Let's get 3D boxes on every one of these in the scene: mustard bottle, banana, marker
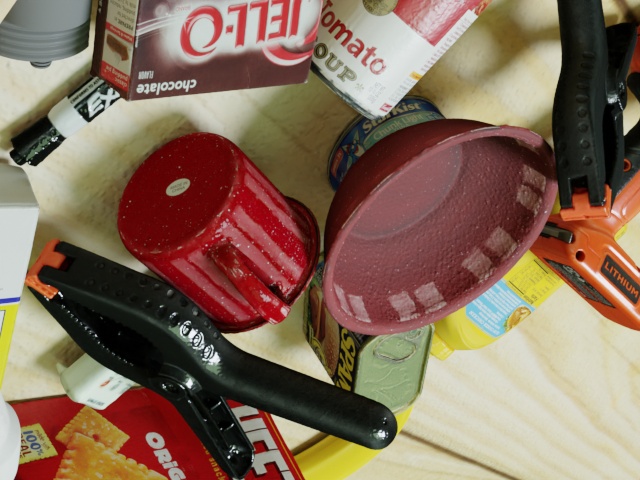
[{"bbox_3d":[0.135,0.027,0.800,0.192,0.058,0.096,-43,141,10],"label":"mustard bottle"},{"bbox_3d":[0.010,0.170,0.885,0.198,0.037,0.069,-40,125,5],"label":"banana"},{"bbox_3d":[-0.108,-0.078,0.538,0.121,0.020,0.020,-38,143,4],"label":"marker"}]

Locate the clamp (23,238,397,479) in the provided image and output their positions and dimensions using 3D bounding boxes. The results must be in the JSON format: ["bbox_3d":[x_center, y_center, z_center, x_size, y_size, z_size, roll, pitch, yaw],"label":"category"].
[{"bbox_3d":[-0.079,0.075,0.615,0.210,0.036,0.165,34,145,-14],"label":"clamp"}]

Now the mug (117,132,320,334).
[{"bbox_3d":[-0.054,0.001,0.588,0.093,0.117,0.081,-38,138,4],"label":"mug"}]

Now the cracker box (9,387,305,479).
[{"bbox_3d":[-0.113,0.176,0.690,0.213,0.164,0.072,-3,135,-34],"label":"cracker box"}]

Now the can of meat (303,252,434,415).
[{"bbox_3d":[0.030,0.064,0.741,0.057,0.084,0.102,-18,140,-20],"label":"can of meat"}]

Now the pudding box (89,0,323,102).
[{"bbox_3d":[-0.048,-0.116,0.498,0.113,0.039,0.090,-12,124,-40],"label":"pudding box"}]

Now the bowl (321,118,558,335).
[{"bbox_3d":[0.061,-0.018,0.640,0.162,0.055,0.162,-20,141,-18],"label":"bowl"}]

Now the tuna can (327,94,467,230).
[{"bbox_3d":[0.049,-0.048,0.676,0.086,0.034,0.086,-20,141,-18],"label":"tuna can"}]

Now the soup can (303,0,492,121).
[{"bbox_3d":[0.041,-0.122,0.561,0.102,0.068,0.068,-47,141,16],"label":"soup can"}]
